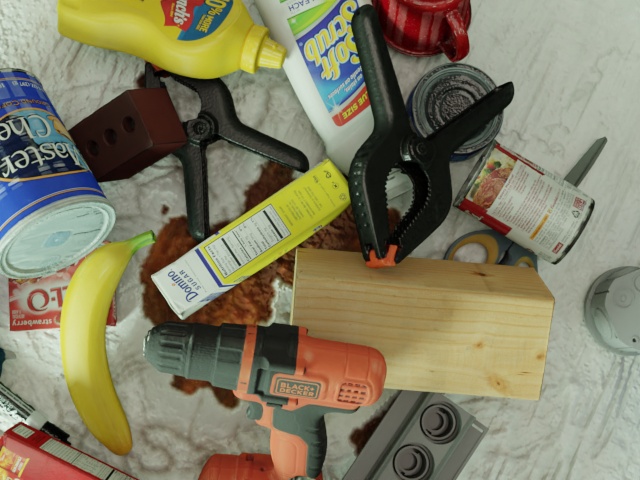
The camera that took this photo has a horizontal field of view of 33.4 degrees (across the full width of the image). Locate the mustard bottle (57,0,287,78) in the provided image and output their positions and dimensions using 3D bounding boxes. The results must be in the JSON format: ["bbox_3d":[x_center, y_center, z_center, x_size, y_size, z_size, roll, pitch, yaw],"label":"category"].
[{"bbox_3d":[-0.121,-0.186,0.917,0.191,0.058,0.096,20,48,4],"label":"mustard bottle"}]

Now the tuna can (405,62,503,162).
[{"bbox_3d":[0.120,-0.115,0.957,0.086,0.034,0.086,1,83,-4],"label":"tuna can"}]

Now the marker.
[{"bbox_3d":[-0.261,0.139,0.905,0.121,0.020,0.020,38,82,0],"label":"marker"}]

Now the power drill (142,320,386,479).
[{"bbox_3d":[-0.053,0.143,0.844,0.184,0.188,0.057,10,40,-3],"label":"power drill"}]

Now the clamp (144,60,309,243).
[{"bbox_3d":[-0.091,-0.096,0.935,0.120,0.039,0.171,-26,86,-5],"label":"clamp"}]

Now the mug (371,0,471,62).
[{"bbox_3d":[0.097,-0.210,0.933,0.093,0.081,0.117,-24,75,-6],"label":"mug"}]

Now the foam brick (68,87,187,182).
[{"bbox_3d":[-0.163,-0.089,0.905,0.078,0.051,0.053,-28,83,29],"label":"foam brick"}]

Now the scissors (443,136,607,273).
[{"bbox_3d":[0.179,-0.022,0.959,0.096,0.016,0.201,24,82,-1],"label":"scissors"}]

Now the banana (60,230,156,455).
[{"bbox_3d":[-0.181,0.085,0.881,0.069,0.037,0.198,9,104,0],"label":"banana"}]

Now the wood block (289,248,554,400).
[{"bbox_3d":[0.078,0.067,0.888,0.206,0.091,0.090,5,106,-2],"label":"wood block"}]

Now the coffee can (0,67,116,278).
[{"bbox_3d":[-0.244,-0.054,0.870,0.102,0.103,0.140,-30,71,-7],"label":"coffee can"}]

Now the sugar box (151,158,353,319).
[{"bbox_3d":[-0.056,0.001,0.900,0.176,0.093,0.048,-37,87,-7],"label":"sugar box"}]

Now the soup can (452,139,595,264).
[{"bbox_3d":[0.175,-0.033,0.918,0.102,0.068,0.068,31,82,2],"label":"soup can"}]

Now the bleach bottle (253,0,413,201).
[{"bbox_3d":[0.022,-0.156,0.941,0.102,0.068,0.251,-25,88,-6],"label":"bleach bottle"}]

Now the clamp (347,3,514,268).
[{"bbox_3d":[0.067,-0.081,0.875,0.164,0.036,0.210,30,71,-21],"label":"clamp"}]

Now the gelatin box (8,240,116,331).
[{"bbox_3d":[-0.220,0.040,0.914,0.089,0.030,0.073,-3,84,-4],"label":"gelatin box"}]
